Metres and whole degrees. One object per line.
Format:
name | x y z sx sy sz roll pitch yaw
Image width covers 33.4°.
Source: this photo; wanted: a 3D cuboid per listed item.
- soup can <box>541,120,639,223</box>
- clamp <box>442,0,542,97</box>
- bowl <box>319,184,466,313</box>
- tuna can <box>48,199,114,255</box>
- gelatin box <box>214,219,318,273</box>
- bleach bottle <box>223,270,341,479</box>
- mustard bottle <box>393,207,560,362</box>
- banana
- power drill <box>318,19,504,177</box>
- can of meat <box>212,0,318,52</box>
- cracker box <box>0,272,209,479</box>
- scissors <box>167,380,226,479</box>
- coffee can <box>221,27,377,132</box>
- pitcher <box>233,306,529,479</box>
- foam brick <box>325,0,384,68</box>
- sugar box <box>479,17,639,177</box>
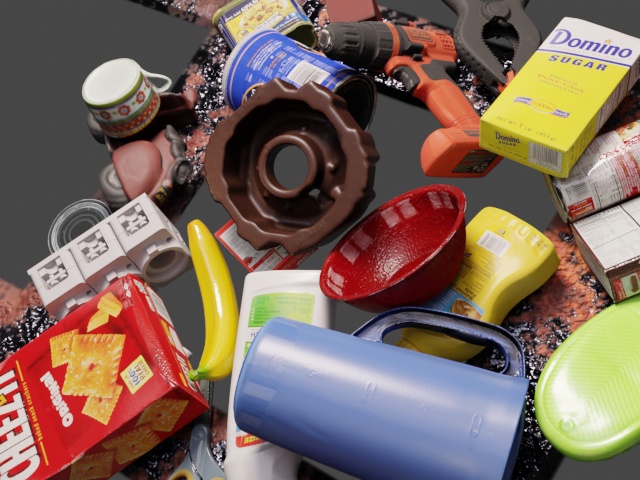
soup can | 0.273 -0.065 1.033 0.102 0.068 0.068 -23 58 7
clamp | 0.175 -0.242 1.152 0.164 0.036 0.210 3 59 -2
bowl | 0.079 0.019 1.009 0.162 0.055 0.162 -30 23 14
tuna can | -0.264 -0.003 1.210 0.086 0.033 0.086 -8 61 15
gelatin box | -0.057 0.002 1.137 0.073 0.030 0.089 -42 59 -7
bleach bottle | -0.037 0.155 1.030 0.103 0.068 0.251 -1 66 14
mustard bottle | 0.134 0.060 1.020 0.191 0.058 0.096 -47 48 -9
banana | -0.109 0.069 1.096 0.037 0.069 0.198 -19 50 14
power drill | 0.101 -0.151 1.094 0.057 0.184 0.188 -51 54 40
can of meat | -0.063 -0.248 1.258 0.102 0.057 0.084 -31 59 1
cracker box | -0.237 0.156 1.074 0.214 0.072 0.164 -35 50 4
scissors | -0.103 0.204 1.053 0.096 0.016 0.201 11 67 22
coffee can | -0.023 -0.161 1.169 0.140 0.102 0.102 31 76 30
pitcher | 0.056 0.141 0.933 0.243 0.145 0.149 17 26 12
foam brick | 0.043 -0.242 1.204 0.053 0.078 0.051 -16 60 11
sugar box | 0.238 -0.143 1.037 0.093 0.048 0.176 25 60 25
